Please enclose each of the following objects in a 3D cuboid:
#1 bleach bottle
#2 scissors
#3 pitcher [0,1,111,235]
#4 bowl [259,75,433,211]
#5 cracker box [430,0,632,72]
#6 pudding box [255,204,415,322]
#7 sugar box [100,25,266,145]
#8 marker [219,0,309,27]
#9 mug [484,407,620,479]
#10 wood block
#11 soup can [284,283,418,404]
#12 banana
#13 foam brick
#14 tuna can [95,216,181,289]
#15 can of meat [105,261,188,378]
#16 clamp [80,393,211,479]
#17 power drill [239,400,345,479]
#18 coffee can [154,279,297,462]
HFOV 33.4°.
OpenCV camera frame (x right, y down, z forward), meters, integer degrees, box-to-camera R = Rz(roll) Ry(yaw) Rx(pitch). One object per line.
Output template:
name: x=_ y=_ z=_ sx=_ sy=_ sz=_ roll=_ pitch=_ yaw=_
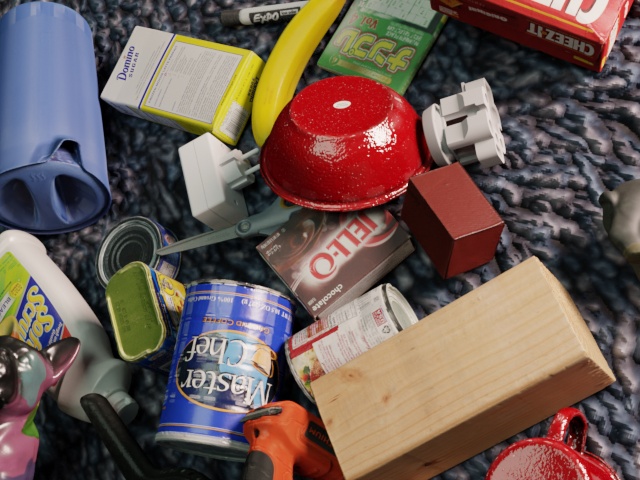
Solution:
bleach bottle: x=-0.261 y=0.095 z=1.075 sx=0.251 sy=0.068 sz=0.102 roll=37 pitch=93 yaw=33
scissors: x=-0.057 y=0.001 z=1.008 sx=0.202 sy=0.016 sz=0.096 roll=-29 pitch=63 yaw=8
pitcher: x=-0.304 y=-0.132 z=1.164 sx=0.149 sy=0.145 sz=0.243 roll=-15 pitch=59 yaw=10
bowl: x=0.021 y=-0.098 z=0.951 sx=0.162 sy=0.055 sz=0.162 roll=-5 pitch=43 yaw=4
cracker box: x=0.211 y=-0.277 z=0.923 sx=0.164 sy=0.072 sz=0.213 roll=24 pitch=82 yaw=16
pudding box: x=0.014 y=0.007 z=0.949 sx=0.113 sy=0.039 sz=0.090 roll=-41 pitch=64 yaw=0
sugar box: x=-0.144 y=-0.165 z=1.126 sx=0.176 sy=0.048 sz=0.093 roll=20 pitch=81 yaw=38
marker: x=-0.055 y=-0.237 z=1.119 sx=0.121 sy=0.020 sz=0.020 roll=1 pitch=71 yaw=31
mug: x=0.171 y=0.179 z=0.775 sx=0.093 sy=0.081 sz=0.117 roll=11 pitch=76 yaw=33
wood block: x=0.110 y=0.112 z=0.834 sx=0.206 sy=0.090 sz=0.090 roll=-31 pitch=58 yaw=15
soup can: x=0.030 y=0.088 z=0.904 sx=0.102 sy=0.068 sz=0.068 roll=-31 pitch=58 yaw=15
banana: x=-0.027 y=-0.168 z=1.061 sx=0.070 sy=0.037 sz=0.198 roll=12 pitch=78 yaw=36
foam brick: x=0.110 y=-0.018 z=0.899 sx=0.051 sy=0.053 sz=0.078 roll=-17 pitch=55 yaw=-20
tuna can: x=-0.185 y=0.020 z=1.078 sx=0.086 sy=0.033 sz=0.086 roll=-12 pitch=64 yaw=26
can of meat: x=-0.151 y=0.078 z=1.004 sx=0.057 sy=0.083 sz=0.102 roll=-31 pitch=58 yaw=16
clamp: x=-0.155 y=0.249 z=0.953 sx=0.210 sy=0.036 sz=0.164 roll=21 pitch=97 yaw=25
power drill: x=-0.020 y=0.236 z=0.834 sx=0.057 sy=0.184 sz=0.187 roll=-23 pitch=40 yaw=39
coffee can: x=-0.081 y=0.116 z=0.935 sx=0.103 sy=0.102 sz=0.140 roll=-1 pitch=69 yaw=30
